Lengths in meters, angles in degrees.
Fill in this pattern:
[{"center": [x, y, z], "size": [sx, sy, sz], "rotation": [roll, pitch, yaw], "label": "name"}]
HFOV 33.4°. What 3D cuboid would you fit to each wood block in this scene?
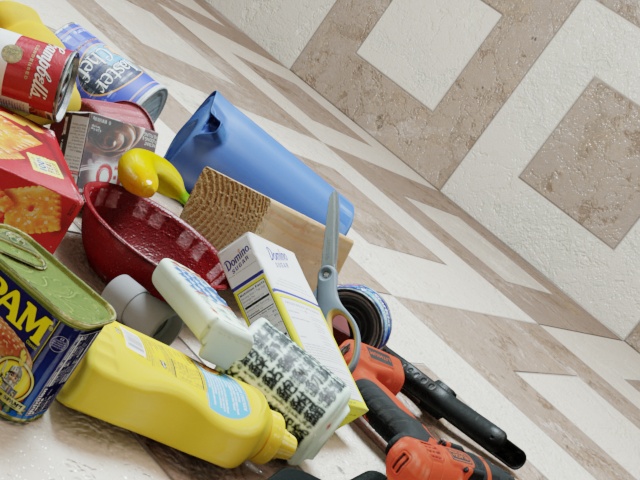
[{"center": [-0.058, 0.002, 1.137], "size": [0.091, 0.090, 0.205], "rotation": [26, 0, 27], "label": "wood block"}]

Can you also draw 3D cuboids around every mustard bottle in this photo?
[{"center": [-0.096, 0.116, 0.762], "size": [0.191, 0.058, 0.096], "rotation": [29, 8, -28], "label": "mustard bottle"}]

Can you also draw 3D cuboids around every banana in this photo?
[{"center": [-0.164, -0.064, 1.044], "size": [0.069, 0.037, 0.197], "rotation": [31, 3, 6], "label": "banana"}]

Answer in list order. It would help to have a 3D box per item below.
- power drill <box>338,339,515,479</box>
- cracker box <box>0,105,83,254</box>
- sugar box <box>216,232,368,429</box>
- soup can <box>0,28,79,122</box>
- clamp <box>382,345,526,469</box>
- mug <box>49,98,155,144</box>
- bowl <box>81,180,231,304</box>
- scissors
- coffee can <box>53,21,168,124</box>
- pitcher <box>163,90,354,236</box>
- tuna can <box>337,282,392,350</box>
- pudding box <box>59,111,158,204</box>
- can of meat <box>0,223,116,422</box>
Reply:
[{"center": [0.093, 0.182, 1.028], "size": [0.184, 0.057, 0.188], "rotation": [28, 13, -46], "label": "power drill"}, {"center": [-0.315, -0.082, 0.884], "size": [0.213, 0.072, 0.164], "rotation": [27, 14, -33], "label": "cracker box"}, {"center": [-0.027, 0.083, 0.969], "size": [0.093, 0.048, 0.176], "rotation": [28, 30, -60], "label": "sugar box"}, {"center": [-0.280, -0.156, 0.976], "size": [0.102, 0.068, 0.068], "rotation": [17, 15, -6], "label": "soup can"}, {"center": [0.136, 0.180, 1.169], "size": [0.210, 0.036, 0.164], "rotation": [34, -6, 32], "label": "clamp"}, {"center": [-0.236, -0.099, 1.157], "size": [0.081, 0.093, 0.117], "rotation": [-1, 74, -62], "label": "mug"}, {"center": [-0.160, 0.014, 0.978], "size": [0.162, 0.055, 0.162], "rotation": [34, 12, -9], "label": "bowl"}, {"center": [-0.010, 0.048, 1.050], "size": [0.016, 0.096, 0.202], "rotation": [53, 21, -56], "label": "scissors"}, {"center": [-0.274, -0.187, 1.317], "size": [0.140, 0.103, 0.102], "rotation": [37, 12, 4], "label": "coffee can"}, {"center": [-0.083, -0.068, 1.367], "size": [0.242, 0.145, 0.149], "rotation": [36, 24, -15], "label": "pitcher"}, {"center": [0.031, 0.090, 1.141], "size": [0.086, 0.086, 0.033], "rotation": [38, 14, 12], "label": "tuna can"}, {"center": [-0.217, -0.077, 1.081], "size": [0.039, 0.090, 0.113], "rotation": [10, -1, 31], "label": "pudding box"}, {"center": [-0.195, 0.052, 0.674], "size": [0.102, 0.084, 0.057], "rotation": [38, 13, 12], "label": "can of meat"}]
